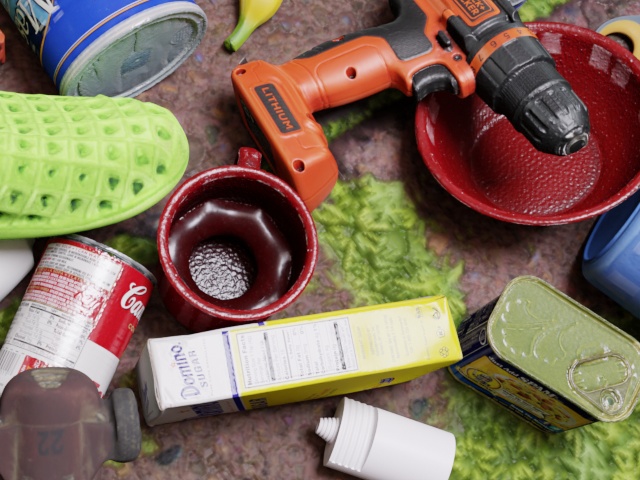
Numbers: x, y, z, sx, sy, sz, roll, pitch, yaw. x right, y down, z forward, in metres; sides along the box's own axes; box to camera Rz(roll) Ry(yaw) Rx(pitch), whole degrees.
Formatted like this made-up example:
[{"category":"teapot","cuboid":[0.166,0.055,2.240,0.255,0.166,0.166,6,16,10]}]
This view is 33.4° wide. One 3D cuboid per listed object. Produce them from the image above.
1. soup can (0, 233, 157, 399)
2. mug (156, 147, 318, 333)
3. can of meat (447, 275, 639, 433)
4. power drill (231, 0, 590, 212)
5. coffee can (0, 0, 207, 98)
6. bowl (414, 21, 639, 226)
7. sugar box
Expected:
[{"category":"soup can","cuboid":[-0.145,0.055,0.612,0.068,0.069,0.102,24,72,-5]},{"category":"mug","cuboid":[-0.054,0.001,0.646,0.093,0.082,0.117,9,71,-11]},{"category":"can of meat","cuboid":[0.138,0.076,0.668,0.102,0.084,0.057,32,68,-2]},{"category":"power drill","cuboid":[0.052,-0.091,0.678,0.187,0.057,0.184,-27,57,-10]},{"category":"coffee can","cuboid":[-0.151,-0.166,0.666,0.102,0.103,0.140,-31,82,-21]},{"category":"bowl","cuboid":[0.145,-0.068,0.715,0.162,0.055,0.162,-4,60,7]},{"category":"sugar box","cuboid":[-0.016,0.072,0.627,0.176,0.093,0.048,-10,77,-16]}]
